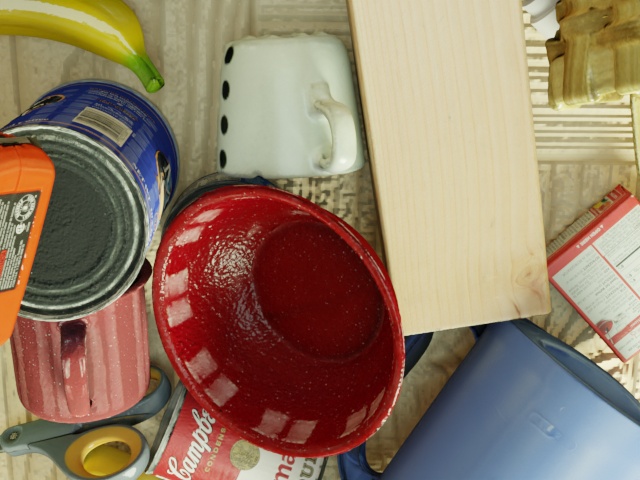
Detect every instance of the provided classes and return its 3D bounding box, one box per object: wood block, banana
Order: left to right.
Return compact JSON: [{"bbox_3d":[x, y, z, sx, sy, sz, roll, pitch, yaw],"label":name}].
[{"bbox_3d":[-0.186,-0.124,0.600,0.197,0.069,0.037,3,141,-9],"label":"banana"},{"bbox_3d":[0.071,-0.062,0.611,0.091,0.090,0.206,-9,108,2],"label":"wood block"}]

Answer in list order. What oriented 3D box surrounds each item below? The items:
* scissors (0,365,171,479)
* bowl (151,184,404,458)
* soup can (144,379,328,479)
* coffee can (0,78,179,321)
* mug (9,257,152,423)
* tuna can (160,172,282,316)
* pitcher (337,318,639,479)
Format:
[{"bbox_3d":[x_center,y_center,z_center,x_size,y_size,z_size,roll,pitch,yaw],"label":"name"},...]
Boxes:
[{"bbox_3d":[-0.185,0.139,0.677,0.202,0.096,0.016,-24,131,4],"label":"scissors"},{"bbox_3d":[-0.015,0.039,0.603,0.162,0.055,0.162,12,114,27],"label":"bowl"},{"bbox_3d":[-0.053,0.135,0.683,0.102,0.068,0.068,23,106,-8],"label":"soup can"},{"bbox_3d":[-0.136,-0.028,0.592,0.103,0.140,0.103,0,108,-1],"label":"coffee can"},{"bbox_3d":[-0.143,0.061,0.637,0.093,0.117,0.081,-5,113,-12],"label":"mug"},{"bbox_3d":[-0.054,0.001,0.658,0.086,0.034,0.086,0,107,-1],"label":"tuna can"},{"bbox_3d":[0.084,0.163,0.654,0.144,0.149,0.243,33,99,-29],"label":"pitcher"}]
